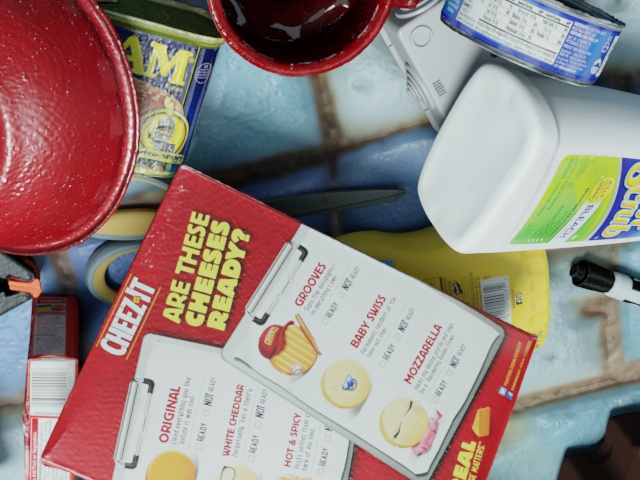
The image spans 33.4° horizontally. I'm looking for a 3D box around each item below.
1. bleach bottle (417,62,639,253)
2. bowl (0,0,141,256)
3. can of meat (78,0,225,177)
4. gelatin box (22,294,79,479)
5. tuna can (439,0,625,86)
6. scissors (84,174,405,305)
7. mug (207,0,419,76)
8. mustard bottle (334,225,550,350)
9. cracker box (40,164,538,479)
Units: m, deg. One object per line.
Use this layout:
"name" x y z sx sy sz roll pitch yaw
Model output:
"bleach bottle" 0.182 -0.044 0.616 0.250 0.068 0.103 -2 137 -32
"bowl" -0.170 -0.061 0.512 0.162 0.055 0.162 8 111 21
"can of meat" -0.109 -0.086 0.559 0.102 0.057 0.084 12 114 -18
"gelatin box" -0.156 0.087 0.620 0.030 0.073 0.089 2 115 -13
"tuna can" 0.103 -0.108 0.524 0.086 0.086 0.034 16 112 -20
"scissors" -0.054 0.001 0.636 0.201 0.016 0.096 7 115 -16
"mug" -0.005 -0.138 0.543 0.117 0.081 0.093 4 114 -15
"mustard bottle" 0.041 0.039 0.652 0.191 0.058 0.096 -12 116 -8
"cracker box" -0.014 0.083 0.564 0.213 0.072 0.164 25 74 -7
